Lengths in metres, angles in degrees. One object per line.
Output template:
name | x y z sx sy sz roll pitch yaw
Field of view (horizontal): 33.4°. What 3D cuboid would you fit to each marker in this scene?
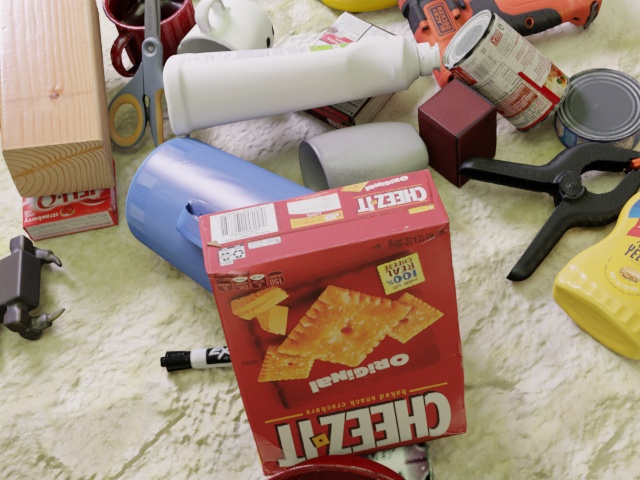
marker | -0.080 0.101 0.928 0.121 0.020 0.020 -5 58 5

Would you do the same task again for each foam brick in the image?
foam brick | 0.127 -0.099 0.987 0.053 0.078 0.051 -40 60 -17

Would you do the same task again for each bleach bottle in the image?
bleach bottle | -0.014 -0.151 0.986 0.251 0.068 0.102 -7 20 0

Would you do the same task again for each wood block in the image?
wood block | -0.254 -0.156 1.015 0.090 0.090 0.206 -7 64 -6

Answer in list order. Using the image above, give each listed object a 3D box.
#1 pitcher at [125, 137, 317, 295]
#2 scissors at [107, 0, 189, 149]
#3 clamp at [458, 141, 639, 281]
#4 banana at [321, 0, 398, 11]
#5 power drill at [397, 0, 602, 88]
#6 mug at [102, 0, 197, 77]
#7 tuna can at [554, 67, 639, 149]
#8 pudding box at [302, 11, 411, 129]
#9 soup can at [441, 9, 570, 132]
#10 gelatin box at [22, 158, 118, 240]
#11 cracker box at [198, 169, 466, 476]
pitcher | -0.056 0.001 0.909 0.243 0.149 0.144 29 54 29
scissors | -0.180 -0.176 1.046 0.096 0.016 0.202 -12 97 15
clamp | 0.212 -0.049 0.960 0.171 0.039 0.120 -28 80 -12
banana | 0.084 -0.281 1.127 0.197 0.037 0.069 -16 60 -2
power drill | 0.171 -0.254 1.070 0.187 0.057 0.184 -20 75 -3
mug | -0.175 -0.216 1.099 0.093 0.081 0.117 22 64 20
tuna can | 0.264 -0.119 1.004 0.086 0.034 0.086 -4 58 6
pudding box | 0.029 -0.167 1.065 0.090 0.039 0.113 31 70 21
soup can | 0.172 -0.157 0.992 0.102 0.069 0.068 36 63 -18
gelatin box | -0.242 -0.044 1.034 0.089 0.030 0.073 -11 58 2
cracker box | 0.015 0.066 0.769 0.164 0.214 0.072 -12 38 -1
